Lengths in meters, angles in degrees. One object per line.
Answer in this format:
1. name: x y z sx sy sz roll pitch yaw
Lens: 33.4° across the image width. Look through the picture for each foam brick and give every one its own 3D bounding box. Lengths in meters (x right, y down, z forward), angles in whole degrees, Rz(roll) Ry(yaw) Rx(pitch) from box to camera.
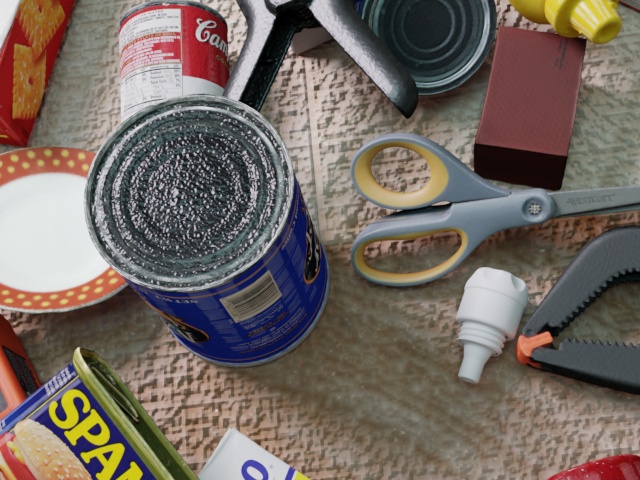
1. foam brick: 0.121 -0.076 0.618 0.053 0.051 0.078 11 71 11

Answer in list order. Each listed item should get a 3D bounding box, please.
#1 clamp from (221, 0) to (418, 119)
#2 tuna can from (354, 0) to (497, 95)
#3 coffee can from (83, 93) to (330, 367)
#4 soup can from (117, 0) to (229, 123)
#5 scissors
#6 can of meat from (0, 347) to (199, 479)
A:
1. clamp: -0.002 -0.130 0.597 0.120 0.039 0.171 -1 78 16
2. tuna can: 0.060 -0.129 0.630 0.086 0.034 0.086 -4 109 -11
3. coffee can: -0.054 0.001 0.565 0.103 0.140 0.103 -3 69 7
4. soup can: -0.088 -0.084 0.642 0.068 0.068 0.102 -6 69 6
5. scissors: 0.103 -0.034 0.581 0.202 0.016 0.096 -21 101 18
6. can of meat: -0.117 0.118 0.525 0.084 0.057 0.102 -39 81 -3
